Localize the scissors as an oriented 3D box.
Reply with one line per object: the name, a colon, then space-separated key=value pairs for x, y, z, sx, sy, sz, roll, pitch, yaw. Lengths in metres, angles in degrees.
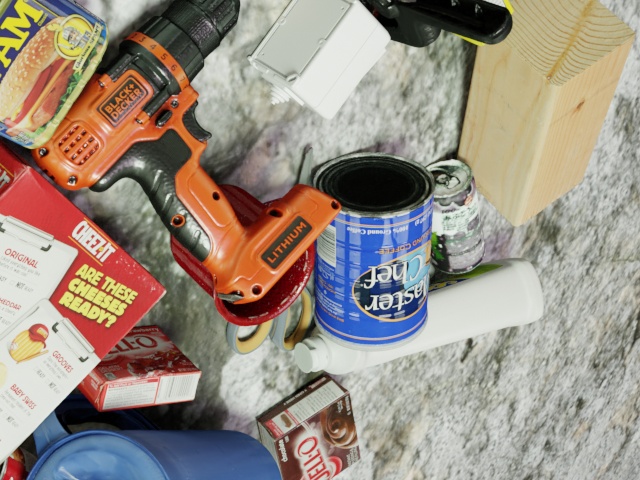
scissors: x=-0.042 y=0.021 z=0.917 sx=0.096 sy=0.016 sz=0.202 roll=-25 pitch=131 yaw=-29

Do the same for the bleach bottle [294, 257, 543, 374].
bleach bottle: x=0.089 y=0.077 z=1.012 sx=0.250 sy=0.103 sz=0.068 roll=-15 pitch=92 yaw=-34

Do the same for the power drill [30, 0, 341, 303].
power drill: x=-0.075 y=-0.063 z=0.740 sx=0.187 sy=0.057 sz=0.184 roll=45 pitch=76 yaw=-13

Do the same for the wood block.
wood block: x=0.188 y=-0.116 z=0.927 sx=0.090 sy=0.090 sz=0.206 roll=-34 pitch=155 yaw=-18

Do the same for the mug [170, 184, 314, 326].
mug: x=-0.056 y=0.001 z=0.841 sx=0.117 sy=0.082 sz=0.093 roll=-34 pitch=135 yaw=-19

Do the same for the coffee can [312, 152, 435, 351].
coffee can: x=0.045 y=0.010 z=0.919 sx=0.102 sy=0.103 sz=0.140 roll=-23 pitch=130 yaw=-29

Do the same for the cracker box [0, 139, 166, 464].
cracker box: x=-0.236 y=0.058 z=0.727 sx=0.213 sy=0.072 sz=0.164 roll=-48 pitch=139 yaw=-7

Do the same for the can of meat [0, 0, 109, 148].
can of meat: x=-0.191 y=-0.116 z=0.658 sx=0.102 sy=0.058 sz=0.083 roll=-55 pitch=141 yaw=4

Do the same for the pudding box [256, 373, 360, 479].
pudding box: x=-0.010 y=0.197 z=1.049 sx=0.090 sy=0.039 sz=0.113 roll=-31 pitch=134 yaw=-22

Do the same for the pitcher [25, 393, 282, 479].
pitcher: x=-0.126 y=0.203 z=0.855 sx=0.242 sy=0.145 sz=0.149 roll=18 pitch=77 yaw=-70

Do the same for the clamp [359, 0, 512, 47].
clamp: x=0.045 y=-0.188 z=0.759 sx=0.164 sy=0.210 sz=0.036 roll=41 pitch=88 yaw=-8

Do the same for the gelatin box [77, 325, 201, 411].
gelatin box: x=-0.149 y=0.098 z=0.830 sx=0.089 sy=0.073 sz=0.030 roll=-1 pitch=116 yaw=-41
